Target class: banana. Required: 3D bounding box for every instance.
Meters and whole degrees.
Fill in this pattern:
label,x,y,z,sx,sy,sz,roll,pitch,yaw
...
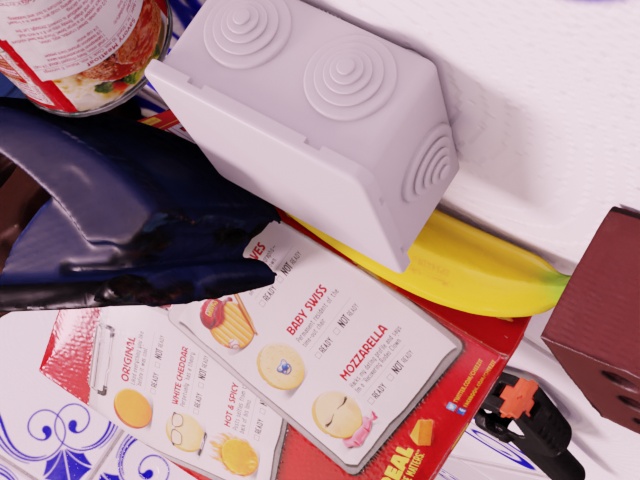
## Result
label,x,y,z,sx,sy,sz,roll,pitch,yaw
banana,0.025,-0.017,0.459,0.198,0.037,0.070,29,141,10

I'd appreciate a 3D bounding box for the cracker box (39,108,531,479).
label,x,y,z,sx,sy,sz,roll,pitch,yaw
cracker box,-0.023,0.052,0.557,0.214,0.164,0.072,32,-152,11

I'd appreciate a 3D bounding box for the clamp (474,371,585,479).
label,x,y,z,sx,sy,sz,roll,pitch,yaw
clamp,0.141,0.132,0.776,0.164,0.036,0.210,33,169,5

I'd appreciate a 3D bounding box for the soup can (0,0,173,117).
label,x,y,z,sx,sy,sz,roll,pitch,yaw
soup can,-0.102,-0.096,0.372,0.069,0.068,0.102,29,168,24
